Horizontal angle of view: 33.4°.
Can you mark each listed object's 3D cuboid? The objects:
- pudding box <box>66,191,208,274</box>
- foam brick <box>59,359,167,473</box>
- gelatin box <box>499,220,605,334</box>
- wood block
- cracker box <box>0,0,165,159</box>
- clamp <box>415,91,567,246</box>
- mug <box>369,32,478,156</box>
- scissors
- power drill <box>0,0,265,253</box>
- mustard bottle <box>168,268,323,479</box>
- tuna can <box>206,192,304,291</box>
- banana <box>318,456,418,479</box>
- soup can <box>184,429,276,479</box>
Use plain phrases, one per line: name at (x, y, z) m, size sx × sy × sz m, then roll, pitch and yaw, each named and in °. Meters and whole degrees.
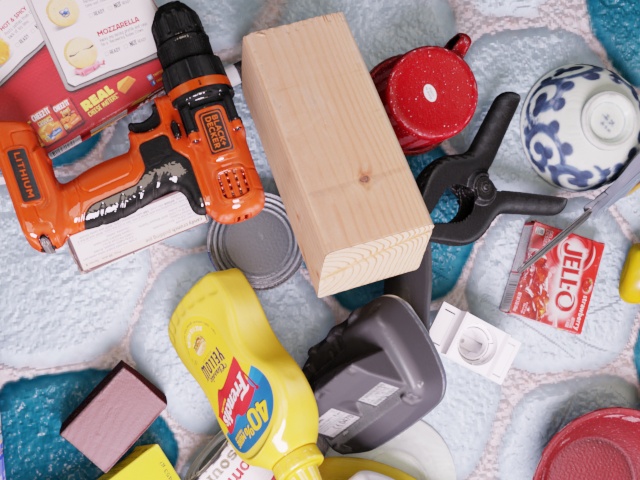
pudding box at (-0.152, -0.011, 0.883) m, size 0.113 × 0.090 × 0.039 m, roll -25°, pitch 95°, yaw -10°
foam brick at (-0.173, 0.146, 0.897) m, size 0.051 × 0.053 × 0.078 m, roll 44°, pitch 82°, yaw -7°
gelatin box at (0.214, 0.034, 0.982) m, size 0.073 × 0.030 × 0.089 m, roll 18°, pitch 87°, yaw -10°
wood block at (0.008, -0.072, 0.875) m, size 0.090 × 0.090 × 0.206 m, roll -16°, pitch 67°, yaw -11°
cracker box at (-0.230, -0.188, 0.880) m, size 0.164 × 0.072 × 0.213 m, roll -33°, pitch 94°, yaw -10°
clamp at (0.143, -0.040, 0.936) m, size 0.171 × 0.039 × 0.120 m, roll -40°, pitch 98°, yaw -21°
mug at (0.095, -0.133, 0.935) m, size 0.093 × 0.081 × 0.117 m, roll 39°, pitch 83°, yaw -8°
scissors at (0.257, -0.043, 0.947) m, size 0.201 × 0.096 × 0.016 m, roll -32°, pitch 69°, yaw -29°
power drill at (-0.153, -0.081, 0.820) m, size 0.187 × 0.057 × 0.184 m, roll -19°, pitch 79°, yaw -9°
mustard bottle at (-0.052, 0.123, 0.862) m, size 0.058 × 0.096 × 0.192 m, roll -9°, pitch 56°, yaw -44°
tuna can at (-0.056, 0.001, 0.930) m, size 0.086 × 0.034 × 0.086 m, roll 0°, pitch 89°, yaw -11°
banana at (0.071, 0.234, 0.919) m, size 0.197 × 0.037 × 0.069 m, roll 38°, pitch 50°, yaw -6°
soup can at (-0.057, 0.213, 0.911) m, size 0.102 × 0.068 × 0.068 m, roll 43°, pitch 82°, yaw -7°
